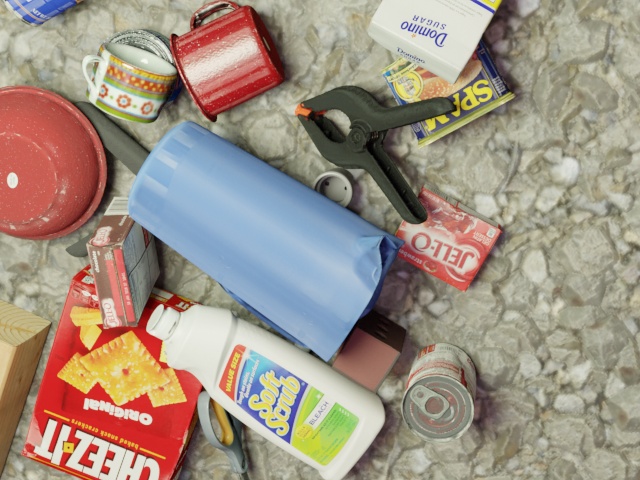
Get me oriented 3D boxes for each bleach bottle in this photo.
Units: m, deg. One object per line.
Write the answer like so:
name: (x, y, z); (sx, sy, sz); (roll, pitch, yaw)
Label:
bleach bottle: (-0.062, 0.141, 1.049); (0.250, 0.068, 0.103); (32, 104, -20)

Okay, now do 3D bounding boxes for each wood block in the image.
wood block: (-0.375, 0.173, 1.143); (0.091, 0.090, 0.206); (23, 106, 5)

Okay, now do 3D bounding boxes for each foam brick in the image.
foam brick: (0.049, 0.107, 1.060); (0.053, 0.078, 0.051); (30, 105, 0)

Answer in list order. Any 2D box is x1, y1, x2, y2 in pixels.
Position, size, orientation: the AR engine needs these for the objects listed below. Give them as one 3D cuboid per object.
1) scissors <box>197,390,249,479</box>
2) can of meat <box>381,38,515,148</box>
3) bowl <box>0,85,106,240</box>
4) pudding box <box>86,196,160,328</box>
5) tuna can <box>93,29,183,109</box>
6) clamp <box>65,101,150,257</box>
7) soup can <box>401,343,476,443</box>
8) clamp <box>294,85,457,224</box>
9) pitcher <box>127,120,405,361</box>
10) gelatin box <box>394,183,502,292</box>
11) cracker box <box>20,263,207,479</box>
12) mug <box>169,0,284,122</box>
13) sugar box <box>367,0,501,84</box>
scissors: (-0.084, 0.216, 1.131); (0.016, 0.096, 0.201); (-4, 133, 19)
can of meat: (0.118, -0.147, 1.001); (0.102, 0.057, 0.084); (-28, 94, 14)
bowl: (-0.295, -0.068, 1.046); (0.162, 0.055, 0.162); (2, 110, 4)
pudding box: (-0.189, 0.019, 1.032); (0.039, 0.113, 0.090); (-1, 116, 7)
tuna can: (-0.180, -0.167, 1.060); (0.086, 0.033, 0.086); (2, 103, 10)
clamp: (-0.167, -0.040, 1.085); (0.210, 0.036, 0.165); (15, 111, 6)
soup can: (0.117, 0.146, 1.043); (0.068, 0.102, 0.068); (2, 103, 9)
clamp: (0.051, -0.105, 0.994); (0.172, 0.039, 0.120); (35, 114, 26)
pitcher: (-0.057, 0.001, 0.999); (0.243, 0.145, 0.149); (33, 96, 3)
gelatin box: (0.122, -0.002, 1.046); (0.089, 0.030, 0.073); (30, 106, 3)
cracker box: (-0.204, 0.153, 1.117); (0.164, 0.072, 0.214); (21, 106, 4)
mug: (-0.089, -0.181, 1.021); (0.081, 0.093, 0.117); (-24, 61, 9)
sugar box: (0.123, -0.237, 0.950); (0.093, 0.048, 0.176); (30, 82, 3)
